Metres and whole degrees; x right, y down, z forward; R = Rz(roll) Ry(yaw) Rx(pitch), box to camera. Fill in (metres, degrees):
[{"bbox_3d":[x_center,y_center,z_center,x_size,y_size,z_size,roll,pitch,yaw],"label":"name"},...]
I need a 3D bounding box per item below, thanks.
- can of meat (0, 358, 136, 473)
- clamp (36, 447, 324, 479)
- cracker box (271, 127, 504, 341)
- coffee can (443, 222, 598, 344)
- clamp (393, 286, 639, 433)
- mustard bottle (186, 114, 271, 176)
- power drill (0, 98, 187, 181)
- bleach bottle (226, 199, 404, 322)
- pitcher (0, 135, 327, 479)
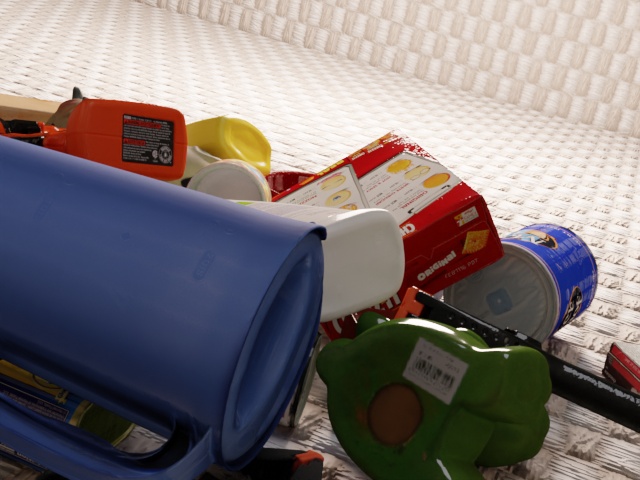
[{"bbox_3d":[-0.158,0.090,0.620,0.084,0.057,0.102,20,18,12],"label":"can of meat"},{"bbox_3d":[-0.064,0.137,0.569,0.120,0.039,0.171,26,14,25],"label":"clamp"},{"bbox_3d":[0.045,-0.009,0.951,0.164,0.072,0.214,-29,26,-3],"label":"cracker box"},{"bbox_3d":[0.185,0.043,0.973,0.103,0.103,0.140,21,18,25],"label":"coffee can"},{"bbox_3d":[0.143,0.087,0.793,0.209,0.036,0.165,25,-3,-14],"label":"clamp"},{"bbox_3d":[-0.153,-0.084,1.122,0.192,0.058,0.096,-9,-18,29],"label":"mustard bottle"},{"bbox_3d":[-0.210,-0.075,0.825,0.188,0.057,0.184,2,2,42],"label":"power drill"},{"bbox_3d":[-0.055,0.001,0.810,0.102,0.068,0.251,-18,19,-34],"label":"bleach bottle"},{"bbox_3d":[-0.128,0.026,0.563,0.243,0.145,0.149,19,6,14],"label":"pitcher"}]
